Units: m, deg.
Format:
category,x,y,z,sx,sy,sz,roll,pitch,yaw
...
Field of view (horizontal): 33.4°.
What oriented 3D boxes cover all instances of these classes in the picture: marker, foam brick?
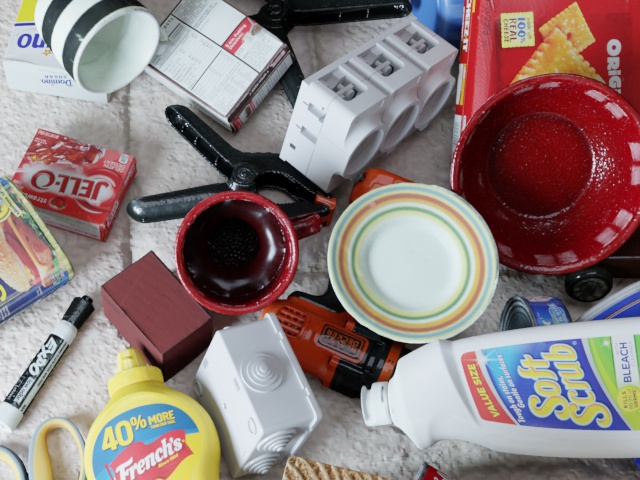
category,x,y,z,sx,sy,sz,roll,pitch,yaw
marker,-0.209,0.091,0.813,0.020,0.020,0.121,25,60,7
foam brick,-0.125,0.058,0.823,0.051,0.053,0.078,-36,71,-24

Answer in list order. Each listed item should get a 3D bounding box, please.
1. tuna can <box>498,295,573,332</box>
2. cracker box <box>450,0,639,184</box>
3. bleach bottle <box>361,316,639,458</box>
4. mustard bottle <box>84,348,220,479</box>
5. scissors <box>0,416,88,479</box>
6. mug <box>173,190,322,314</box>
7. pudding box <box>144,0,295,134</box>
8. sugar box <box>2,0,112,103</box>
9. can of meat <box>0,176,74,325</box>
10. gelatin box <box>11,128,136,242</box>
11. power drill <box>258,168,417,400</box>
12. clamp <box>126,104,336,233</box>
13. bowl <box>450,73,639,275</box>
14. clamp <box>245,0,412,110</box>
category,x,y,z,sx,sy,sz,roll,pitch,yaw
tuna can,0.167,0.085,0.825,0.033,0.086,0.086,-1,60,-10
cracker box,0.227,-0.130,0.919,0.213,0.072,0.164,3,99,-5
bleach bottle,0.154,0.111,0.744,0.251,0.068,0.102,-8,73,12
mustard bottle,-0.116,0.165,0.759,0.096,0.058,0.192,-19,62,0
scissors,-0.204,0.219,0.742,0.096,0.016,0.202,0,60,-5
mug,-0.055,0.001,0.830,0.117,0.081,0.093,-21,98,-4
pudding box,-0.094,-0.163,0.947,0.113,0.039,0.090,36,84,18
sugar box,-0.221,-0.212,0.973,0.093,0.048,0.176,8,58,-3
can of meat,-0.252,0.012,0.820,0.083,0.058,0.102,-35,93,-27
gelatin box,-0.207,-0.047,0.887,0.089,0.030,0.073,17,60,3
power drill,0.061,0.044,0.852,0.184,0.057,0.187,23,59,3
clamp,-0.071,-0.056,0.905,0.171,0.039,0.120,10,64,-8
bowl,0.182,-0.056,0.860,0.162,0.055,0.162,0,104,0
clamp,-0.031,-0.210,0.996,0.210,0.036,0.164,37,71,16
